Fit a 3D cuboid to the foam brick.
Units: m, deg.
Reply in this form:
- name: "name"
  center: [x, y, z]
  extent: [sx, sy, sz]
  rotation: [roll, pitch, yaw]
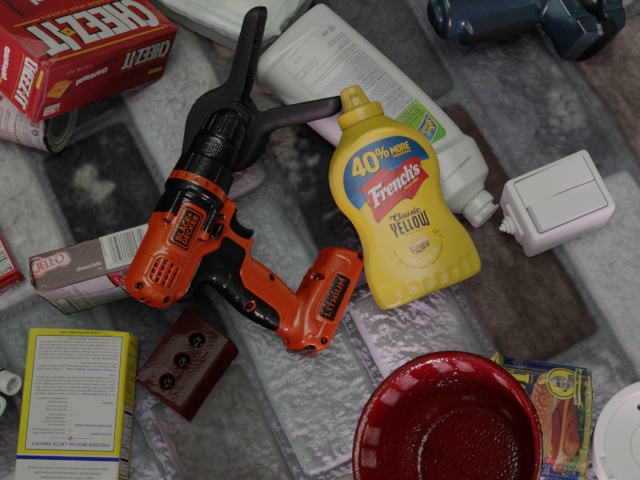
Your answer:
- name: "foam brick"
  center: [-0.117, 0.110, 0.939]
  extent: [0.053, 0.051, 0.078]
  rotation: [32, 78, 13]

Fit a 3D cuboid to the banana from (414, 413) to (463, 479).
- name: "banana"
  center: [0.102, 0.241, 0.886]
  extent: [0.070, 0.037, 0.198]
  rotation: [-9, 66, 18]

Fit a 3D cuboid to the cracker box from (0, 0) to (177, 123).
- name: "cracker box"
  center: [-0.267, -0.222, 1.002]
  extent: [0.214, 0.072, 0.163]
  rotation: [43, 44, 16]

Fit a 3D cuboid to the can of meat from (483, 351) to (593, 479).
- name: "can of meat"
  center: [0.182, 0.152, 0.902]
  extent: [0.084, 0.057, 0.102]
  rotation: [8, 73, 4]

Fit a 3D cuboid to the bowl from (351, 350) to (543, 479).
- name: "bowl"
  center: [0.108, 0.172, 0.849]
  extent: [0.162, 0.055, 0.162]
  rotation: [-12, 66, 28]

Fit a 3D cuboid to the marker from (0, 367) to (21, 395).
- name: "marker"
  center: [-0.313, 0.110, 0.950]
  extent: [0.121, 0.020, 0.020]
  rotation: [17, 74, 32]

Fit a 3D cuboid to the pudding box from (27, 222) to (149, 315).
- name: "pudding box"
  center: [-0.192, 0.027, 0.950]
  extent: [0.113, 0.090, 0.039]
  rotation: [-14, 74, -1]

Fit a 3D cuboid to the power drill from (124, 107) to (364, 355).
- name: "power drill"
  center: [-0.056, 0.001, 0.922]
  extent: [0.187, 0.057, 0.184]
  rotation: [30, 73, -19]

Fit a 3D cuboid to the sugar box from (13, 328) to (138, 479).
- name: "sugar box"
  center: [-0.213, 0.167, 0.933]
  extent: [0.093, 0.048, 0.176]
  rotation: [1, 77, 5]

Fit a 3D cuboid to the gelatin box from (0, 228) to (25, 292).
- name: "gelatin box"
  center: [-0.328, 0.015, 0.995]
  extent: [0.073, 0.030, 0.089]
  rotation: [-29, 73, -6]

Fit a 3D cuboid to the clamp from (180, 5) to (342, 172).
- name: "clamp"
  center: [-0.061, -0.113, 0.974]
  extent: [0.120, 0.039, 0.172]
  rotation: [43, 116, 12]

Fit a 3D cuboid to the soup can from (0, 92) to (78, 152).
- name: "soup can"
  center: [-0.291, -0.128, 1.016]
  extent: [0.102, 0.068, 0.068]
  rotation: [15, 75, 8]

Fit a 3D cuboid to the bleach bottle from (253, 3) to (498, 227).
- name: "bleach bottle"
  center: [0.058, -0.102, 0.987]
  extent: [0.102, 0.068, 0.251]
  rotation: [-44, 78, -4]

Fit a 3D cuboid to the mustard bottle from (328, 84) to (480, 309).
- name: "mustard bottle"
  center: [0.061, -0.044, 0.924]
  extent: [0.096, 0.058, 0.191]
  rotation: [-22, 88, -5]
